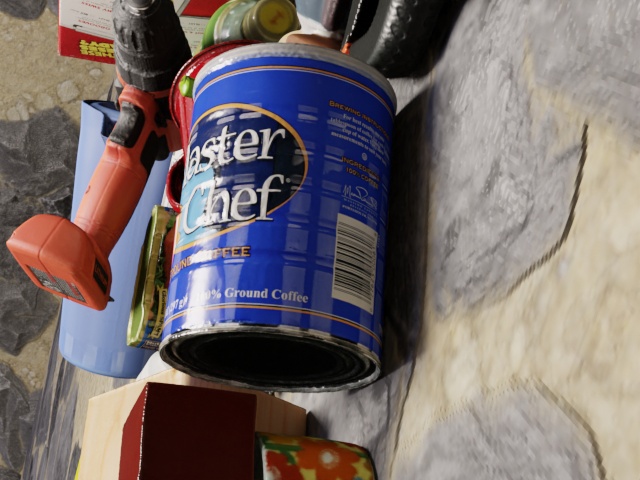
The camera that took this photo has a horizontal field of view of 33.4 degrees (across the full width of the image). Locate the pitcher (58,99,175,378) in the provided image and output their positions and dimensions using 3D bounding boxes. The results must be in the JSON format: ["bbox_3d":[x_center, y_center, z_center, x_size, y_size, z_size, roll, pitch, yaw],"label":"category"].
[{"bbox_3d":[-0.165,-0.004,0.986,0.145,0.149,0.243,28,110,57],"label":"pitcher"}]

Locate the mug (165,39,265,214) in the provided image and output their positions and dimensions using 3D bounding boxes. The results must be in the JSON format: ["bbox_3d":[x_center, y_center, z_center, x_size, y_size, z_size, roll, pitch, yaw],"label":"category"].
[{"bbox_3d":[-0.056,-0.059,0.679,0.117,0.093,0.081,-35,41,21],"label":"mug"}]

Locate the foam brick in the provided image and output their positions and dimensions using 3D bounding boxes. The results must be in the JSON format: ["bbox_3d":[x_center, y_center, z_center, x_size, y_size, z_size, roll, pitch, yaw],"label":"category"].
[{"bbox_3d":[-0.060,0.110,0.472,0.051,0.053,0.078,123,153,-50],"label":"foam brick"}]

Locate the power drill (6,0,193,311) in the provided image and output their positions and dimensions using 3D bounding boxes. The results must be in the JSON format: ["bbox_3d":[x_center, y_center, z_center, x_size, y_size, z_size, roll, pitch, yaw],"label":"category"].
[{"bbox_3d":[-0.137,-0.058,0.713,0.184,0.057,0.187,90,-156,-69],"label":"power drill"}]

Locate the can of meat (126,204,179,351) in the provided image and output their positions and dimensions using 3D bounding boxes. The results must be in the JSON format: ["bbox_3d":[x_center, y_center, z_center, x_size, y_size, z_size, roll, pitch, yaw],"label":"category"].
[{"bbox_3d":[-0.082,0.031,0.731,0.058,0.083,0.102,140,139,-65],"label":"can of meat"}]

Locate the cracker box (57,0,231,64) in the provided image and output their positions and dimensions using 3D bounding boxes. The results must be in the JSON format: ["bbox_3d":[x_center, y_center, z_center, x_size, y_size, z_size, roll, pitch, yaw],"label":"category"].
[{"bbox_3d":[-0.125,-0.204,0.858,0.214,0.164,0.072,139,138,-72],"label":"cracker box"}]

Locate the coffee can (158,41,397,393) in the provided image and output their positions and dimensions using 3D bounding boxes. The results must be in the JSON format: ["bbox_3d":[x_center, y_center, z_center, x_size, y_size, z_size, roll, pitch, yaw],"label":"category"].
[{"bbox_3d":[-0.018,-0.008,0.511,0.103,0.102,0.140,135,143,-62],"label":"coffee can"}]

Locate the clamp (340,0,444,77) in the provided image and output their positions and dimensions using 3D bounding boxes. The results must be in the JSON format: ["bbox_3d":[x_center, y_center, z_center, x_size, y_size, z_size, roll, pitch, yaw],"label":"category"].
[{"bbox_3d":[0.046,-0.125,0.494,0.172,0.039,0.120,111,166,-49],"label":"clamp"}]
